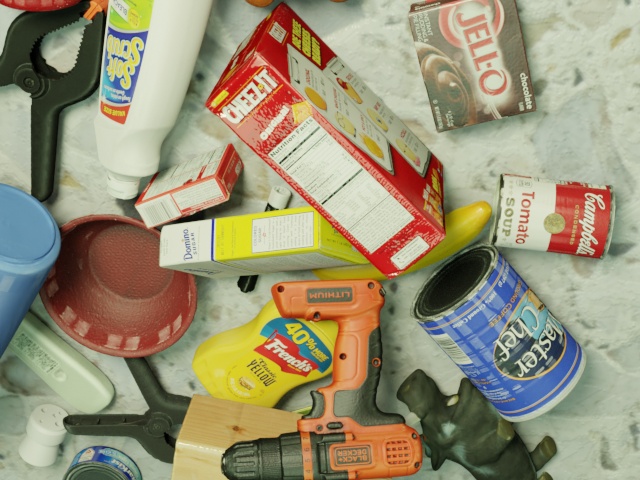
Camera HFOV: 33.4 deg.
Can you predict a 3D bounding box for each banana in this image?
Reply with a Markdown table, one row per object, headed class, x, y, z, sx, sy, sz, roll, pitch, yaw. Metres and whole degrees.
| class | x | y | z | sx | sy | sz | roll | pitch | yaw |
| --- | --- | --- | --- | --- | --- | --- | --- | --- | --- |
| banana | 0.073 | 0.009 | 1.006 | 0.198 | 0.037 | 0.069 | -16 | 157 | 18 |

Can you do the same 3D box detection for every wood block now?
| class | x | y | z | sx | sy | sz | roll | pitch | yaw |
| --- | --- | --- | --- | --- | --- | --- | --- | --- | --- |
| wood block | -0.038 | 0.228 | 1.053 | 0.206 | 0.090 | 0.090 | 11 | 114 | 1 |

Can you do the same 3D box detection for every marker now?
| class | x | y | z | sx | sy | sz | roll | pitch | yaw |
| --- | --- | --- | --- | --- | --- | --- | --- | --- | --- |
| marker | -0.057 | 0.001 | 1.044 | 0.020 | 0.020 | 0.121 | 21 | 119 | -3 |

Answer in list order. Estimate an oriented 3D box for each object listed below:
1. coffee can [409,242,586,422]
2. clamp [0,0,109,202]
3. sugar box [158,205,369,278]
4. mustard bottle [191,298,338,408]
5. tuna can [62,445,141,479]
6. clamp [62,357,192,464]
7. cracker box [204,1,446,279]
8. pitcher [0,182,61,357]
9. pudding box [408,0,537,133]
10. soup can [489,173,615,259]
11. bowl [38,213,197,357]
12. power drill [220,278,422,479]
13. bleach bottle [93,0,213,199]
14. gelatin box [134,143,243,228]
| class | x | y | z | sx | sy | sz | roll | pitch | yaw |
| --- | --- | --- | --- | --- | --- | --- | --- | --- | --- |
| coffee can | 0.168 | 0.087 | 1.007 | 0.103 | 0.102 | 0.140 | -36 | 107 | 23 |
| clamp | -0.274 | -0.153 | 0.985 | 0.164 | 0.036 | 0.210 | 36 | 115 | -11 |
| sugar box | -0.051 | 0.003 | 0.969 | 0.176 | 0.093 | 0.048 | -4 | 79 | 31 |
| mustard bottle | -0.030 | 0.103 | 1.071 | 0.192 | 0.058 | 0.096 | -33 | 109 | 22 |
| tuna can | -0.247 | 0.275 | 1.207 | 0.086 | 0.033 | 0.086 | 4 | 118 | 7 |
| clamp | -0.174 | 0.180 | 1.137 | 0.171 | 0.039 | 0.120 | 24 | 112 | -20 |
| cracker box | 0.011 | -0.086 | 0.906 | 0.213 | 0.164 | 0.072 | 43 | 112 | -14 |
| pitcher | -0.344 | 0.066 | 1.019 | 0.149 | 0.144 | 0.243 | 47 | 125 | 7 |
| pudding box | 0.132 | -0.158 | 0.921 | 0.090 | 0.039 | 0.113 | -11 | 115 | 13 |
| soup can | 0.208 | -0.022 | 0.965 | 0.102 | 0.068 | 0.068 | 7 | 118 | 5 |
| bowl | -0.196 | 0.035 | 1.062 | 0.162 | 0.055 | 0.162 | 4 | 118 | 7 |
| power drill | -0.003 | 0.131 | 0.983 | 0.184 | 0.057 | 0.187 | -3 | 82 | -5 |
| bleach bottle | -0.152 | -0.146 | 0.941 | 0.103 | 0.067 | 0.251 | 41 | 128 | 36 |
| gelatin box | -0.121 | -0.051 | 0.996 | 0.089 | 0.073 | 0.030 | -19 | 114 | 16 |
